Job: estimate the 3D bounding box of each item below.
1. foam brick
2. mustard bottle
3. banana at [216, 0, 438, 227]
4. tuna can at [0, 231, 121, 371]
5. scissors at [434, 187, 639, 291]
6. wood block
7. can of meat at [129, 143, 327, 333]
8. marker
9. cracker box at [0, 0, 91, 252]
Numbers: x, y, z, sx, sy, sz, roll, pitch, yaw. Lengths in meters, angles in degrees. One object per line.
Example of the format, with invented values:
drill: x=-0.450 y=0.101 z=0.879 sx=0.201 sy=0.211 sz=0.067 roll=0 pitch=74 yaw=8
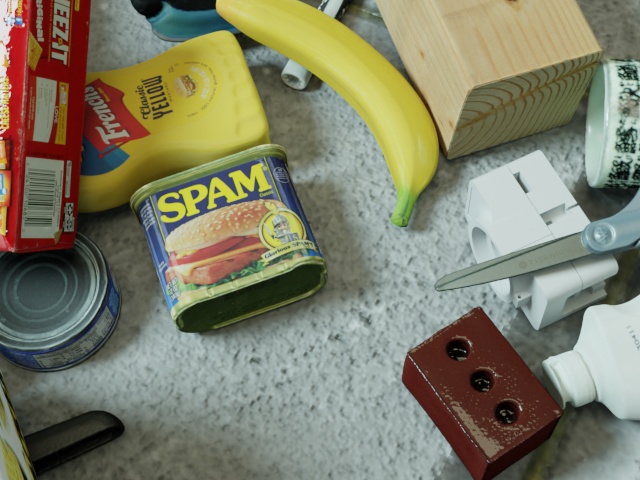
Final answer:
foam brick: x=0.089 y=0.087 z=0.597 sx=0.053 sy=0.051 sz=0.078 roll=-32 pitch=65 yaw=-13
mustard bottle: x=-0.134 y=-0.068 z=0.688 sx=0.191 sy=0.058 sz=0.096 roll=-18 pitch=62 yaw=-5
banana: x=0.016 y=-0.102 z=0.691 sx=0.069 sy=0.037 sz=0.198 roll=-32 pitch=76 yaw=-34
tuna can: x=-0.167 y=0.034 z=0.651 sx=0.086 sy=0.034 sz=0.086 roll=-2 pitch=63 yaw=3
scissors: x=0.164 y=-0.021 z=0.601 sx=0.202 sy=0.016 sz=0.096 roll=-2 pitch=74 yaw=7
wood block: x=0.090 y=-0.171 z=0.696 sx=0.090 sy=0.090 sz=0.206 roll=-17 pitch=68 yaw=-10
can of meat: x=-0.054 y=0.001 z=0.649 sx=0.102 sy=0.057 sz=0.084 roll=-19 pitch=66 yaw=-6
marker: x=0.006 y=-0.157 z=0.746 sx=0.020 sy=0.020 sz=0.121 roll=20 pitch=66 yaw=13
cracker box: x=-0.246 y=-0.082 z=0.637 sx=0.214 sy=0.072 sz=0.164 roll=4 pitch=92 yaw=21
